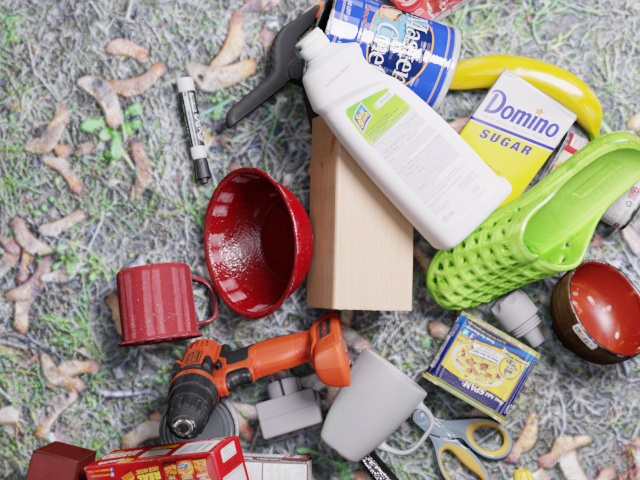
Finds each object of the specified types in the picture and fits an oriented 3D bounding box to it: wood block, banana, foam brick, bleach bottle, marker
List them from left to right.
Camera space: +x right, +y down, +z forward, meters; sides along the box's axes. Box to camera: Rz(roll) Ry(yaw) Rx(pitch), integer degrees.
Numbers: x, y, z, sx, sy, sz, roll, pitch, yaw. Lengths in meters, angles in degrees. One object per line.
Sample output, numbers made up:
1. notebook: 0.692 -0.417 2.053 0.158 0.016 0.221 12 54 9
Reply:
1. foam brick: -0.284 0.255 1.168 0.053 0.078 0.051 13 88 5
2. marker: -0.141 -0.123 1.199 0.020 0.020 0.121 -12 87 4
3. wood block: 0.042 -0.030 1.132 0.090 0.090 0.206 2 88 -19
4. bleach bottle: 0.074 -0.112 1.064 0.102 0.068 0.250 -44 101 -11
5. banana: 0.226 -0.164 1.159 0.198 0.037 0.069 23 90 5

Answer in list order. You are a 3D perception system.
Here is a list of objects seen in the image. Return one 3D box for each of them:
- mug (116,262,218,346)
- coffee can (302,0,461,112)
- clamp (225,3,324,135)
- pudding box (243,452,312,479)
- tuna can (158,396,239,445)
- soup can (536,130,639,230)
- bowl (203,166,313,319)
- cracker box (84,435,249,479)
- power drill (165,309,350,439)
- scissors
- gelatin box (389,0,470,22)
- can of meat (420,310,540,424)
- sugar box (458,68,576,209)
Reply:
1. mug: -0.167 0.069 1.166 0.117 0.093 0.081 -4 82 -25
2. coffee can: 0.064 -0.197 1.125 0.140 0.103 0.103 17 89 -10
3. clamp: -0.034 -0.181 1.178 0.120 0.039 0.171 11 86 -14
4. pudding box: -0.055 0.291 1.167 0.090 0.039 0.113 1 91 4
5. tuna can: -0.133 0.208 1.179 0.086 0.033 0.086 0 88 5
6. soup can: 0.291 -0.063 1.135 0.102 0.068 0.068 29 90 5
7. bowl: -0.058 0.001 1.145 0.162 0.055 0.162 6 97 48
8. cracker box: -0.143 0.322 1.128 0.164 0.072 0.214 -12 94 24
9. power drill: -0.065 0.136 1.101 0.187 0.184 0.057 -13 108 4
10. scissors: 0.130 0.187 1.166 0.096 0.016 0.202 -36 85 1
11. gelatin box: 0.120 -0.280 1.176 0.089 0.030 0.073 -32 85 3
12. can of meat: 0.172 0.134 1.144 0.102 0.057 0.084 30 88 5
13. sugar box: 0.184 -0.086 1.139 0.093 0.048 0.176 34 105 2
